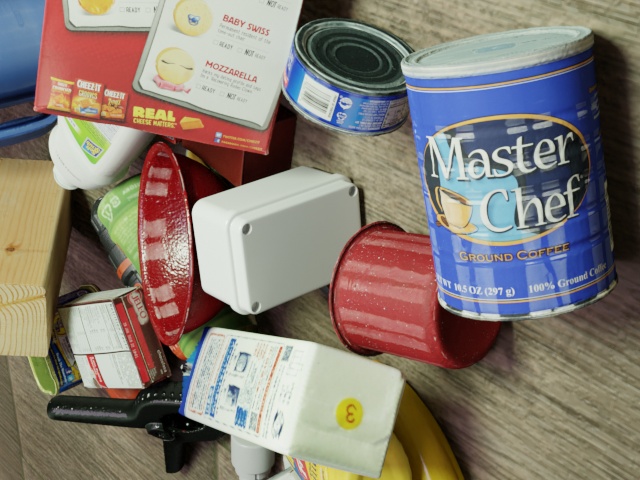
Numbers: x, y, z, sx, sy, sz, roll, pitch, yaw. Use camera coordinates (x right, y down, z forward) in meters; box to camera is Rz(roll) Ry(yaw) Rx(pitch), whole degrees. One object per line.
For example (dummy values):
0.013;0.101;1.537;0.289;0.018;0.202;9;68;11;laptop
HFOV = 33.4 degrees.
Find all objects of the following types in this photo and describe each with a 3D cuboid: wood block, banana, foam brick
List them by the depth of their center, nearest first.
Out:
0.080;0.183;0.796;0.070;0.037;0.198;-9;100;53;banana
-0.064;-0.085;0.826;0.078;0.051;0.053;38;134;34;foam brick
-0.304;0.011;1.060;0.206;0.090;0.090;-96;12;-53;wood block

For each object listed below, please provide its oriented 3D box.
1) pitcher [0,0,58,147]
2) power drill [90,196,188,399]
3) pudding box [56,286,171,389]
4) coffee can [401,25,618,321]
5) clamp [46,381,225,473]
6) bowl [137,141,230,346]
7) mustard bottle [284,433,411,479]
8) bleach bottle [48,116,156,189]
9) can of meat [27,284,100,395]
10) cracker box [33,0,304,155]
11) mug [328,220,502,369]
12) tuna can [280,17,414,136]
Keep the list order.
-0.374;-0.162;1.018;0.149;0.242;0.145;27;130;43;pitcher
-0.188;0.070;1.060;0.184;0.057;0.188;55;142;17;power drill
-0.196;0.093;1.008;0.114;0.039;0.090;-9;101;47;pudding box
0.106;-0.039;0.591;0.103;0.102;0.140;9;116;50;coffee can
-0.162;0.171;1.040;0.210;0.164;0.036;-33;38;48;clamp
-0.101;0.002;0.850;0.162;0.055;0.162;177;90;-67;bowl
0.005;0.156;0.835;0.192;0.058;0.096;-146;47;-63;mustard bottle
-0.175;-0.120;0.883;0.102;0.067;0.251;55;140;6;bleach bottle
-0.276;0.110;1.171;0.058;0.083;0.102;-5;104;53;can of meat
-0.091;-0.176;0.700;0.072;0.164;0.214;-95;18;-59;cracker box
0.072;0.045;0.702;0.082;0.093;0.117;9;146;44;mug
0.020;-0.105;0.680;0.086;0.085;0.034;45;137;28;tuna can
